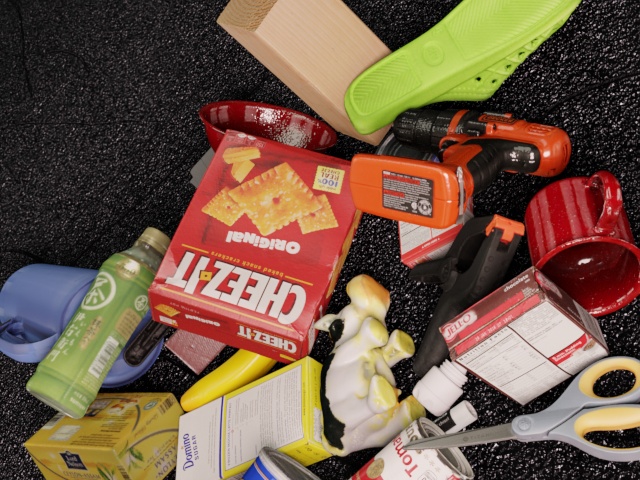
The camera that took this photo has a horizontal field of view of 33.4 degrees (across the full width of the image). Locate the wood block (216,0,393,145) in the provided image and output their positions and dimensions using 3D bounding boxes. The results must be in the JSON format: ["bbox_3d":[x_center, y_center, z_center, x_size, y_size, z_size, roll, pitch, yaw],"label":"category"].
[{"bbox_3d":[0.001,-0.204,1.159,0.091,0.205,0.090,-56,37,-5],"label":"wood block"}]

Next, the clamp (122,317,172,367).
[{"bbox_3d":[-0.144,0.050,1.203,0.165,0.036,0.209,-44,8,48],"label":"clamp"}]

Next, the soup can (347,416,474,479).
[{"bbox_3d":[0.066,0.202,0.873,0.102,0.068,0.068,-44,38,10],"label":"soup can"}]

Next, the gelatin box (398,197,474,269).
[{"bbox_3d":[0.113,-0.022,1.038,0.073,0.030,0.089,-29,42,30],"label":"gelatin box"}]

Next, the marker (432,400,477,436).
[{"bbox_3d":[0.081,0.177,0.917,0.121,0.020,0.020,-38,39,18],"label":"marker"}]

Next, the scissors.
[{"bbox_3d":[0.168,0.128,0.821,0.202,0.016,0.096,0,48,25],"label":"scissors"}]

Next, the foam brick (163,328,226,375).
[{"bbox_3d":[-0.122,0.097,1.155,0.078,0.051,0.053,-47,2,6],"label":"foam brick"}]

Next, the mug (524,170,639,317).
[{"bbox_3d":[0.213,-0.006,0.858,0.081,0.093,0.117,-89,7,-45],"label":"mug"}]

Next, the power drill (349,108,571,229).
[{"bbox_3d":[0.108,-0.075,0.966,0.185,0.057,0.187,12,28,35],"label":"power drill"}]

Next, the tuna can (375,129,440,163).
[{"bbox_3d":[0.096,-0.083,1.103,0.086,0.033,0.086,-28,43,29],"label":"tuna can"}]

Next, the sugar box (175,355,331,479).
[{"bbox_3d":[-0.065,0.189,1.041,0.176,0.048,0.093,-30,44,32],"label":"sugar box"}]

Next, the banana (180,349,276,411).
[{"bbox_3d":[-0.068,0.104,1.109,0.070,0.037,0.197,27,80,30],"label":"banana"}]

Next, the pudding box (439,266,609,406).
[{"bbox_3d":[0.161,0.078,0.836,0.090,0.113,0.039,-35,43,21],"label":"pudding box"}]

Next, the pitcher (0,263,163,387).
[{"bbox_3d":[-0.311,0.095,1.302,0.243,0.149,0.145,7,67,53],"label":"pitcher"}]

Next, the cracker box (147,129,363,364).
[{"bbox_3d":[-0.057,0.001,1.080,0.164,0.072,0.213,17,59,10],"label":"cracker box"}]

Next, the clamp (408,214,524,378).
[{"bbox_3d":[0.121,0.043,0.928,0.172,0.039,0.120,127,147,-55],"label":"clamp"}]

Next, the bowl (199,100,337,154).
[{"bbox_3d":[-0.064,-0.110,1.228,0.162,0.161,0.055,46,129,53],"label":"bowl"}]
